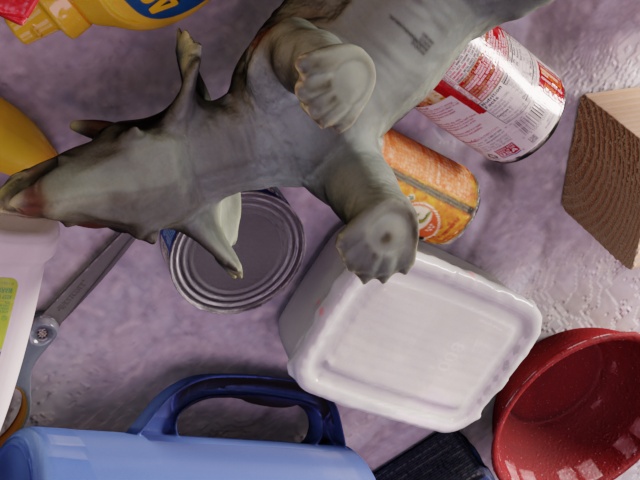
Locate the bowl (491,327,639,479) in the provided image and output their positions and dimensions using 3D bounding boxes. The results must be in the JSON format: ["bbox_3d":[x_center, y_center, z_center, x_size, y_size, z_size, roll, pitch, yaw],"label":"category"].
[{"bbox_3d":[0.192,0.123,0.821,0.162,0.055,0.162,-11,124,-17],"label":"bowl"}]

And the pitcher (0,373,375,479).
[{"bbox_3d":[-0.086,0.175,0.688,0.242,0.149,0.145,14,125,-33],"label":"pitcher"}]

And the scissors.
[{"bbox_3d":[-0.189,0.054,0.641,0.096,0.016,0.202,20,110,-32],"label":"scissors"}]

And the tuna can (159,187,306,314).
[{"bbox_3d":[-0.054,0.001,0.654,0.086,0.034,0.086,-11,124,-17],"label":"tuna can"}]

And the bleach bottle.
[{"bbox_3d":[-0.219,0.096,0.605,0.102,0.068,0.251,8,110,-20],"label":"bleach bottle"}]

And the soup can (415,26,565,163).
[{"bbox_3d":[0.089,-0.097,0.632,0.102,0.068,0.068,29,106,-34],"label":"soup can"}]
